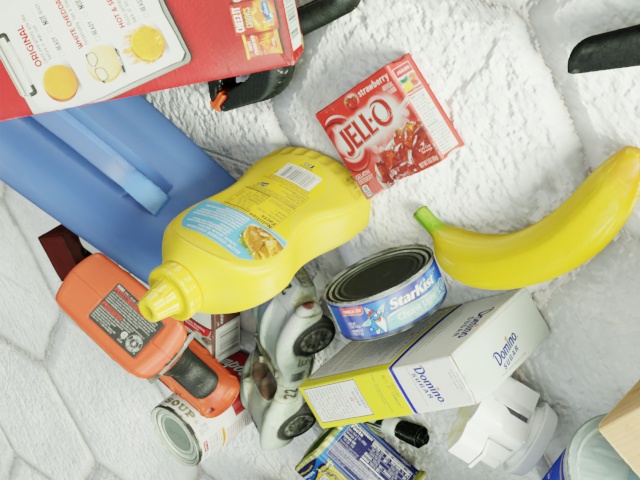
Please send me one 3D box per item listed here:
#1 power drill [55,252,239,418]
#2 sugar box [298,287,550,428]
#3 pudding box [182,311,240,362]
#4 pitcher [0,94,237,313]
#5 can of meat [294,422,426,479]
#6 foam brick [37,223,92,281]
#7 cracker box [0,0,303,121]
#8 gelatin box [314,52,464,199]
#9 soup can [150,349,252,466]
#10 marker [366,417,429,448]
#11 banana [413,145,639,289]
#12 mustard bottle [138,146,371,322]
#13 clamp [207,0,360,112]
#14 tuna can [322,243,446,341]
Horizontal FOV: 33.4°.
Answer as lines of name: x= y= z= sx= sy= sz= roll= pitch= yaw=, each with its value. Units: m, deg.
power drill: x=-0.154 y=0.069 z=0.892 sx=0.184 sy=0.057 sz=0.187 roll=38 pitch=172 yaw=14
sugar box: x=0.071 y=0.089 z=0.775 sx=0.177 sy=0.093 sz=0.048 roll=-18 pitch=104 yaw=52
pudding box: x=-0.117 y=0.049 z=0.995 sx=0.090 sy=0.039 sz=0.113 roll=32 pitch=134 yaw=32
pitcher: x=-0.161 y=-0.053 z=0.853 sx=0.243 sy=0.149 sz=0.145 roll=39 pitch=128 yaw=-3
can of meat: x=0.031 y=0.198 z=0.913 sx=0.084 sy=0.057 sz=0.102 roll=42 pitch=152 yaw=4
foam brick: x=-0.223 y=0.000 z=1.040 sx=0.051 sy=0.078 sz=0.053 roll=-3 pitch=117 yaw=48
cracker box: x=-0.130 y=-0.178 z=0.683 sx=0.214 sy=0.072 sz=0.164 roll=-9 pitch=109 yaw=11
gelatin box: x=0.045 y=-0.076 z=0.731 sx=0.089 sy=0.030 sz=0.073 roll=-26 pitch=97 yaw=52
soup can: x=-0.101 y=0.157 z=1.005 sx=0.069 sy=0.102 sz=0.068 roll=28 pitch=135 yaw=32
marker: x=0.043 y=0.151 z=0.914 sx=0.121 sy=0.020 sz=0.020 roll=15 pitch=128 yaw=41
banana: x=0.133 y=-0.005 z=0.683 sx=0.198 sy=0.037 sz=0.069 roll=-17 pitch=105 yaw=51
mustard bottle: x=-0.055 y=0.001 z=0.763 sx=0.096 sy=0.191 sz=0.058 roll=29 pitch=136 yaw=27
clamp: x=-0.035 y=-0.151 z=0.756 sx=0.120 sy=0.039 sz=0.172 roll=42 pitch=140 yaw=22
tuna can: x=0.047 y=0.037 z=0.769 sx=0.086 sy=0.086 sz=0.034 roll=-4 pitch=115 yaw=49
